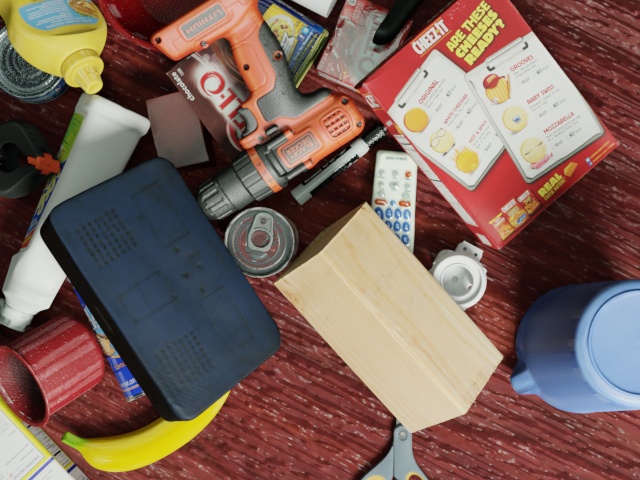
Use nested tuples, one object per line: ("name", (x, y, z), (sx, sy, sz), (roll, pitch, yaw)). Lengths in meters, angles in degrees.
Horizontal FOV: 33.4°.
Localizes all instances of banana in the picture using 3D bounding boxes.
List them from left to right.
("banana", (-0.165, 0.190, 1.105), (0.198, 0.037, 0.069), (-26, 117, -2))

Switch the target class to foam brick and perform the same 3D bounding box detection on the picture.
("foam brick", (-0.143, -0.111, 1.101), (0.053, 0.051, 0.078), (-12, 90, 3))

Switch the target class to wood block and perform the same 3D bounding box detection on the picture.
("wood block", (0.068, 0.077, 1.047), (0.206, 0.091, 0.090), (48, 52, -6))

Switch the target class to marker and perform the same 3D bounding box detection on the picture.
("marker", (0.021, -0.081, 1.111), (0.121, 0.020, 0.020), (-38, 89, 2))

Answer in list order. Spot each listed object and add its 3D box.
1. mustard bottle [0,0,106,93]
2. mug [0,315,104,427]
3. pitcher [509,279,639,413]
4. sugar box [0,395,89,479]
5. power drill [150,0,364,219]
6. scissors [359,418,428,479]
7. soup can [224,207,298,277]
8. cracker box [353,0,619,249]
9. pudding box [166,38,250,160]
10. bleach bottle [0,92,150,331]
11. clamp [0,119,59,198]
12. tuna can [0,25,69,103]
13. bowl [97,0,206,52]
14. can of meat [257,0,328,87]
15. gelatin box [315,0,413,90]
("mustard bottle", (-0.268, -0.221, 1.062), (0.096, 0.058, 0.192), (-17, 63, -38))
("mug", (-0.282, 0.128, 1.088), (0.117, 0.081, 0.093), (0, 114, 44))
("pitcher", (0.275, 0.093, 0.992), (0.145, 0.243, 0.149), (18, 84, 3))
("sugar box", (-0.323, 0.236, 1.115), (0.093, 0.048, 0.176), (-42, 92, 2))
("power drill", (-0.078, -0.132, 1.007), (0.184, 0.057, 0.187), (-32, 104, 4))
("scissors", (0.068, 0.212, 1.113), (0.096, 0.016, 0.202), (-12, 90, 2))
("soup can", (-0.057, 0.001, 1.073), (0.068, 0.102, 0.068), (0, 91, 2))
("cracker box", (0.163, -0.124, 1.059), (0.164, 0.072, 0.213), (-41, 99, -3))
("pudding box", (-0.082, -0.147, 1.052), (0.090, 0.039, 0.113), (-35, 99, 10))
("bleach bottle", (-0.259, -0.024, 1.082), (0.068, 0.103, 0.251), (24, 91, -24))
("clamp", (-0.328, -0.095, 1.084), (0.172, 0.039, 0.120), (0, 90, 35))
("tuna can", (-0.301, -0.188, 1.116), (0.086, 0.034, 0.086), (0, 90, 2))
("bowl", (-0.149, -0.270, 1.098), (0.162, 0.055, 0.162), (0, 91, 2))
("can of meat", (-0.051, -0.194, 1.095), (0.084, 0.057, 0.102), (32, 92, -1))
("gelatin box", (0.046, -0.200, 1.103), (0.073, 0.030, 0.089), (24, 92, 2))
